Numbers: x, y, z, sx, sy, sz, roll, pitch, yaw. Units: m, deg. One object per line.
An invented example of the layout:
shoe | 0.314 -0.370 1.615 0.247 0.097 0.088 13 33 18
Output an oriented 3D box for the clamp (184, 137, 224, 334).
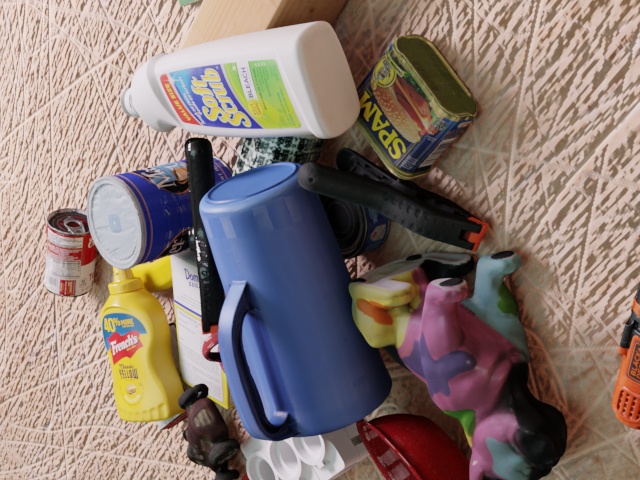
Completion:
clamp | -0.118 -0.011 1.096 0.164 0.036 0.210 -121 26 -75

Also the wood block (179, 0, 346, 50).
wood block | -0.053 -0.218 1.035 0.091 0.090 0.206 55 135 20

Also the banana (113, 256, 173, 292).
banana | -0.207 0.031 1.321 0.198 0.037 0.069 -1 102 47

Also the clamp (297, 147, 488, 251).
clamp | 0.063 -0.037 0.952 0.172 0.120 0.039 26 115 22

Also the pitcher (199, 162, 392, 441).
pitcher | -0.033 0.059 1.006 0.149 0.145 0.243 -111 2 -71

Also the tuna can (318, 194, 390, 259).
tuna can | 0.027 -0.025 1.057 0.086 0.033 0.086 18 116 42

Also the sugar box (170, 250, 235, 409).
sugar box | -0.126 0.099 1.242 0.093 0.048 0.176 25 124 38

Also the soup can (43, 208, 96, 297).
soup can | -0.334 0.017 1.428 0.069 0.068 0.102 34 126 34

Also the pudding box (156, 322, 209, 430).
pudding box | -0.194 0.173 1.355 0.090 0.039 0.113 -39 76 43

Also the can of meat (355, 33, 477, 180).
can of meat | 0.081 -0.120 0.952 0.102 0.057 0.084 56 134 17

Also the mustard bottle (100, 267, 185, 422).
mustard bottle | -0.222 0.122 1.298 0.096 0.058 0.191 -7 96 40

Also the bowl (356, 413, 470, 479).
bowl | 0.103 0.220 1.013 0.162 0.055 0.162 50 166 17

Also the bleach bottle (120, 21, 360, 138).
bleach bottle | -0.089 -0.135 0.995 0.251 0.068 0.102 -3 116 38

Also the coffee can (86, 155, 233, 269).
coffee can | -0.172 -0.034 1.185 0.103 0.140 0.103 18 116 42
